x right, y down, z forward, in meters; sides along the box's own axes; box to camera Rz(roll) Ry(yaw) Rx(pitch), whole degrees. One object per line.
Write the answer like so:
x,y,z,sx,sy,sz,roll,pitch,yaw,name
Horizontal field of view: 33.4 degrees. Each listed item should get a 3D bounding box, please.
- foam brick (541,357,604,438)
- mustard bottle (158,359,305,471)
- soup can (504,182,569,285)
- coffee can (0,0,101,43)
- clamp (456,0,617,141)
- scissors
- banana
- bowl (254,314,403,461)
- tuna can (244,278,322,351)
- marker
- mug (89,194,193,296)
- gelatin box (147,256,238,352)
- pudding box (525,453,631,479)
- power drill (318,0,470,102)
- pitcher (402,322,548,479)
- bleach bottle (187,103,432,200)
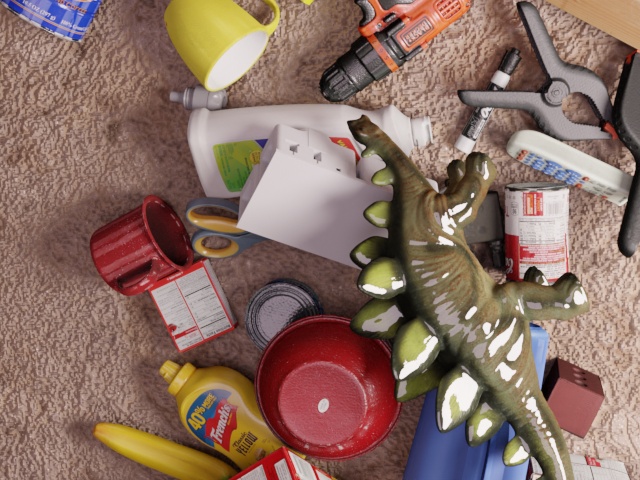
0.266,0.167,1.141,0.053,0.078,0.051,25,103,5,foam brick
-0.103,0.198,1.214,0.191,0.058,0.096,36,119,3,mustard bottle
0.228,-0.008,1.124,0.068,0.068,0.102,-1,98,9,soup can
-0.271,-0.298,1.142,0.103,0.102,0.140,32,103,3,coffee can
0.241,-0.166,1.104,0.171,0.039,0.120,23,108,-7,clamp
-0.058,0.001,1.193,0.201,0.016,0.096,17,136,-14,scissors
-0.169,0.250,1.230,0.198,0.069,0.037,14,64,24,banana
0.005,0.161,1.107,0.162,0.055,0.162,2,100,9,bowl
-0.040,0.086,1.200,0.086,0.033,0.086,1,99,9,tuna can
0.179,-0.149,1.135,0.020,0.020,0.121,29,102,4,marker
-0.200,0.016,1.178,0.082,0.117,0.093,-27,131,17,mug
-0.145,0.074,1.218,0.073,0.030,0.089,-25,94,11,gelatin box
0.276,0.261,1.147,0.113,0.090,0.039,7,99,8,pudding box
0.035,-0.255,1.093,0.184,0.057,0.187,-37,117,8,power drill
0.166,0.200,1.121,0.149,0.144,0.243,15,94,42,pitcher
-0.008,-0.107,1.140,0.251,0.068,0.102,-8,129,9,bleach bottle
